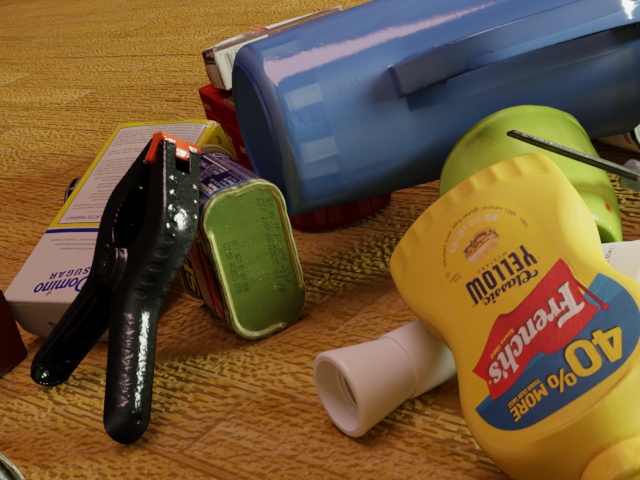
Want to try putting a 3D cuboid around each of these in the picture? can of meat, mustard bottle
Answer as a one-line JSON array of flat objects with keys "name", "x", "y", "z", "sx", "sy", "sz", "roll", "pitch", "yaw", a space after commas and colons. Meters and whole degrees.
[{"name": "can of meat", "x": -0.054, "y": 0.001, "z": 0.652, "sx": 0.057, "sy": 0.102, "sz": 0.084, "roll": -23, "pitch": 26, "yaw": -19}, {"name": "mustard bottle", "x": 0.101, "y": 0.049, "z": 0.457, "sx": 0.096, "sy": 0.058, "sz": 0.192, "roll": -36, "pitch": 42, "yaw": 11}]

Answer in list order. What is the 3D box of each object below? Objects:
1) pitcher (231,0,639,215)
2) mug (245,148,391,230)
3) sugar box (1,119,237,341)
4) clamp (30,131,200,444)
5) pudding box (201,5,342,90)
[{"name": "pitcher", "x": 0.075, "y": -0.100, "z": 0.656, "sx": 0.242, "sy": 0.149, "sz": 0.145, "roll": -18, "pitch": 47, "yaw": -13}, {"name": "mug", "x": -0.005, "y": -0.060, "z": 0.782, "sx": 0.117, "sy": 0.081, "sz": 0.093, "roll": 1, "pitch": 28, "yaw": 33}, {"name": "sugar box", "x": -0.134, "y": -0.010, "z": 0.734, "sx": 0.093, "sy": 0.048, "sz": 0.176, "roll": 1, "pitch": 49, "yaw": 29}, {"name": "clamp", "x": -0.116, "y": 0.023, "z": 0.612, "sx": 0.120, "sy": 0.039, "sz": 0.171, "roll": 6, "pitch": 75, "yaw": 44}, {"name": "pudding box", "x": -0.038, "y": -0.159, "z": 0.886, "sx": 0.113, "sy": 0.039, "sz": 0.090, "roll": -19, "pitch": 11, "yaw": -8}]
